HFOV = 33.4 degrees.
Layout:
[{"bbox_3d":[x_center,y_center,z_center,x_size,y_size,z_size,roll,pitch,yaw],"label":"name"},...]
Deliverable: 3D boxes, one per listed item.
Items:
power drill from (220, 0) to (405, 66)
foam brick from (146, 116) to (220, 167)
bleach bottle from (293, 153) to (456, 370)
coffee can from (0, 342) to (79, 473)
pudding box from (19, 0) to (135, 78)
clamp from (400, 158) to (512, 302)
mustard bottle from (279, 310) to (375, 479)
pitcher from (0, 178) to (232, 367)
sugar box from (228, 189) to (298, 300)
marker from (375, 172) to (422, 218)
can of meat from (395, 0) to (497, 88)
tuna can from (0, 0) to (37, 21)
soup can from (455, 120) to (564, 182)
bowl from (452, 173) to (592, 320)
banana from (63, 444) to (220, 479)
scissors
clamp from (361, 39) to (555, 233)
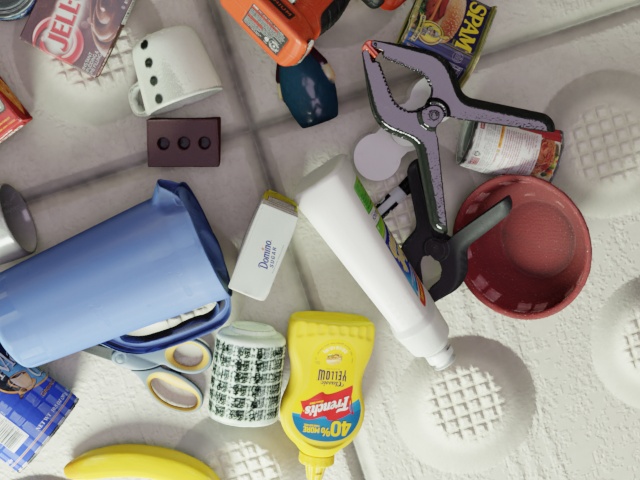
[{"bbox_3d":[-0.014,-0.280,1.096,0.184,0.057,0.187,45,61,0],"label":"power drill"},{"bbox_3d":[-0.147,-0.107,1.157,0.078,0.051,0.053,-1,99,-3],"label":"foam brick"},{"bbox_3d":[0.067,0.031,1.153,0.068,0.102,0.251,-32,101,13],"label":"bleach bottle"},{"bbox_3d":[-0.350,0.170,1.161,0.140,0.103,0.103,40,94,-8],"label":"coffee can"},{"bbox_3d":[-0.254,-0.243,1.137,0.090,0.039,0.113,27,96,-7],"label":"pudding box"},{"bbox_3d":[0.141,0.003,1.174,0.120,0.039,0.171,19,116,26],"label":"clamp"},{"bbox_3d":[0.003,0.178,1.205,0.096,0.058,0.192,4,99,-15],"label":"mustard bottle"},{"bbox_3d":[-0.220,0.051,1.142,0.243,0.145,0.149,-23,77,2],"label":"pitcher"},{"bbox_3d":[-0.057,0.002,1.115,0.048,0.176,0.093,21,96,-6],"label":"sugar box"},{"bbox_3d":[0.068,-0.034,1.197,0.121,0.020,0.020,-42,99,3],"label":"marker"},{"bbox_3d":[0.131,-0.222,1.138,0.084,0.057,0.102,25,61,-3],"label":"can of meat"},{"bbox_3d":[-0.336,-0.276,1.130,0.086,0.034,0.086,0,99,-3],"label":"tuna can"},{"bbox_3d":[0.207,-0.102,1.171,0.102,0.068,0.068,15,97,-5],"label":"soup can"},{"bbox_3d":[0.228,0.003,1.172,0.162,0.055,0.162,9,106,32],"label":"bowl"},{"bbox_3d":[-0.191,0.267,1.218,0.197,0.037,0.070,19,96,-6],"label":"banana"},{"bbox_3d":[-0.209,0.120,1.206,0.201,0.016,0.096,36,93,-8],"label":"scissors"},{"bbox_3d":[0.127,-0.134,1.099,0.164,0.036,0.210,-37,98,7],"label":"clamp"}]
